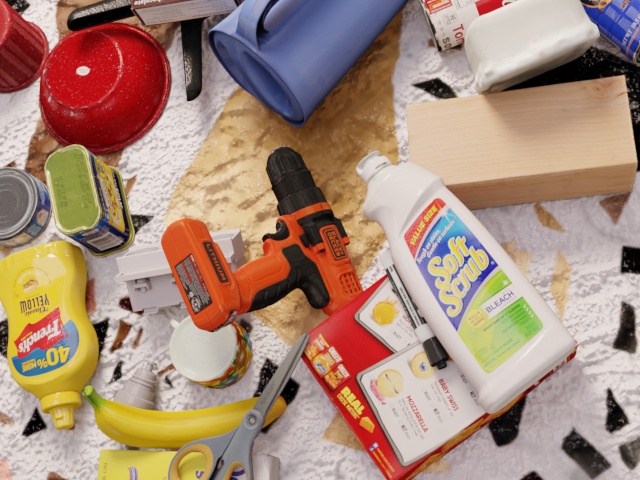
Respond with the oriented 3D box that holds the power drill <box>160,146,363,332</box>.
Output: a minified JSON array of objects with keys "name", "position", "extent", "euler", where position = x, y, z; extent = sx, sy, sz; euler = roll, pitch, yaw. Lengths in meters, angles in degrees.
[{"name":"power drill","position":[-0.057,0.001,1.030],"extent":[0.057,0.187,0.184],"euler":[-39,72,48]}]

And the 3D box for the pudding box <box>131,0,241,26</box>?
[{"name":"pudding box","position":[-0.138,-0.277,1.118],"extent":[0.114,0.039,0.090],"euler":[-8,62,15]}]

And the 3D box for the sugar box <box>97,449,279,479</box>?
[{"name":"sugar box","position":[-0.131,0.253,1.043],"extent":[0.176,0.048,0.093],"euler":[-2,74,14]}]

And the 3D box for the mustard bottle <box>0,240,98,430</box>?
[{"name":"mustard bottle","position":[-0.282,0.103,1.114],"extent":[0.096,0.058,0.191],"euler":[-17,72,10]}]

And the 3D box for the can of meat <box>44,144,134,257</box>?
[{"name":"can of meat","position":[-0.246,-0.042,1.131],"extent":[0.057,0.084,0.102],"euler":[-19,72,8]}]

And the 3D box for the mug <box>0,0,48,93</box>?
[{"name":"mug","position":[-0.380,-0.228,1.216],"extent":[0.117,0.081,0.093],"euler":[11,78,16]}]

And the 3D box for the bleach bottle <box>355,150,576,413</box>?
[{"name":"bleach bottle","position":[0.111,0.025,0.955],"extent":[0.102,0.068,0.251],"euler":[-38,73,-1]}]

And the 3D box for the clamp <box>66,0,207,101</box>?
[{"name":"clamp","position":[-0.149,-0.257,1.169],"extent":[0.164,0.036,0.209],"euler":[38,69,6]}]

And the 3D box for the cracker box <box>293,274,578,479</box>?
[{"name":"cracker box","position":[0.108,0.105,1.013],"extent":[0.213,0.072,0.164],"euler":[-37,71,1]}]

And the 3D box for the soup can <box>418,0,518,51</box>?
[{"name":"soup can","position":[0.157,-0.244,1.097],"extent":[0.102,0.068,0.068],"euler":[-21,71,8]}]

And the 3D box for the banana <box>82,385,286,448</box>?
[{"name":"banana","position":[-0.134,0.177,1.046],"extent":[0.197,0.070,0.037],"euler":[3,49,-13]}]

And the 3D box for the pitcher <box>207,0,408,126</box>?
[{"name":"pitcher","position":[0.009,-0.248,1.085],"extent":[0.242,0.149,0.145],"euler":[-48,113,-11]}]

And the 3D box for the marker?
[{"name":"marker","position":[0.087,0.063,0.980],"extent":[0.020,0.020,0.121],"euler":[-27,70,5]}]

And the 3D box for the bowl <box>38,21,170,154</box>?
[{"name":"bowl","position":[-0.251,-0.180,1.186],"extent":[0.162,0.055,0.162],"euler":[-4,75,13]}]

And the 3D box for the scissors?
[{"name":"scissors","position":[-0.082,0.172,1.011],"extent":[0.096,0.016,0.202],"euler":[16,86,20]}]

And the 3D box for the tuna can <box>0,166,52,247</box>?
[{"name":"tuna can","position":[-0.343,-0.037,1.180],"extent":[0.086,0.033,0.086],"euler":[-4,74,13]}]

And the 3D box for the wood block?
[{"name":"wood block","position":[0.193,-0.089,1.035],"extent":[0.206,0.090,0.091],"euler":[-7,74,11]}]
